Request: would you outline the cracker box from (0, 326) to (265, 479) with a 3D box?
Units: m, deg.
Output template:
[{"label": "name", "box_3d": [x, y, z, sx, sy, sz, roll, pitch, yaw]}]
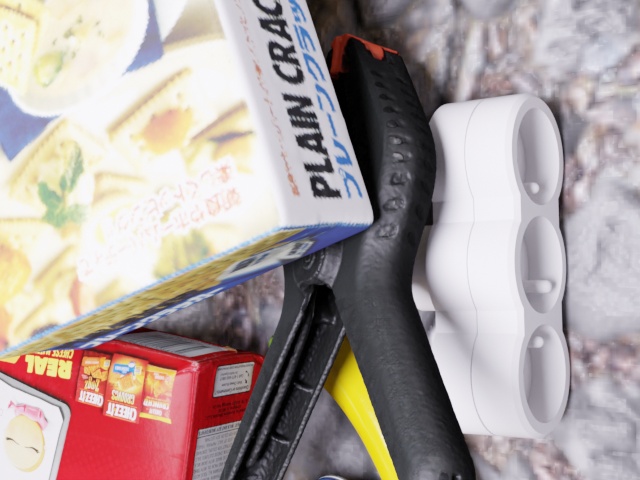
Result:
[{"label": "cracker box", "box_3d": [-0.119, 0.145, 0.517, 0.164, 0.072, 0.214, 8, 93, 29]}]

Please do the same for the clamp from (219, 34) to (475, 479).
[{"label": "clamp", "box_3d": [0.015, 0.014, 0.421, 0.165, 0.036, 0.210, -12, 66, 60]}]

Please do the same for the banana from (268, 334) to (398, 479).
[{"label": "banana", "box_3d": [0.039, 0.110, 0.473, 0.198, 0.037, 0.070, 63, 147, 23]}]
